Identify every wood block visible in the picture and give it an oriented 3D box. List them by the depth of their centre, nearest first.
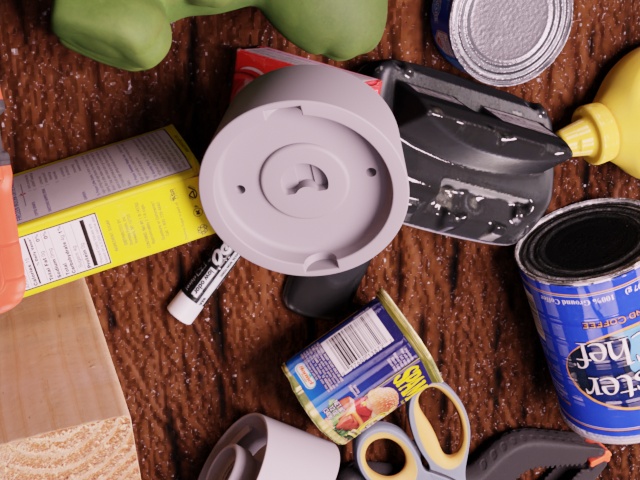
[{"bbox_3d":[-0.155,0.091,0.570,0.090,0.206,0.091,-13,115,-15],"label":"wood block"}]

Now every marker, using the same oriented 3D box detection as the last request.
[{"bbox_3d":[-0.054,0.001,0.677,0.020,0.020,0.121,34,97,-28],"label":"marker"}]

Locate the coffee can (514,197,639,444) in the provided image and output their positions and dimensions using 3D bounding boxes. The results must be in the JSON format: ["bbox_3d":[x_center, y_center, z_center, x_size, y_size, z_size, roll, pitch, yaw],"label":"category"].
[{"bbox_3d":[0.202,0.056,0.745,0.102,0.103,0.140,-26,117,-8],"label":"coffee can"}]

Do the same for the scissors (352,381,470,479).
[{"bbox_3d":[0.085,0.195,0.770,0.096,0.016,0.202,-18,104,-10],"label":"scissors"}]

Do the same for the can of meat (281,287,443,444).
[{"bbox_3d":[0.027,0.086,0.701,0.084,0.057,0.102,-35,157,-1],"label":"can of meat"}]

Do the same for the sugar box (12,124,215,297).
[{"bbox_3d":[-0.152,-0.009,0.596,0.176,0.093,0.048,-21,116,-10],"label":"sugar box"}]

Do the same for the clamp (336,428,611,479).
[{"bbox_3d":[0.119,0.193,0.808,0.210,0.036,0.164,-29,116,-5],"label":"clamp"}]

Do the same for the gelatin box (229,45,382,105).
[{"bbox_3d":[-0.013,-0.069,0.627,0.030,0.089,0.073,-21,127,-56],"label":"gelatin box"}]

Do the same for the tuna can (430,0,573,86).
[{"bbox_3d":[0.113,-0.142,0.671,0.086,0.034,0.086,-7,113,-17],"label":"tuna can"}]
